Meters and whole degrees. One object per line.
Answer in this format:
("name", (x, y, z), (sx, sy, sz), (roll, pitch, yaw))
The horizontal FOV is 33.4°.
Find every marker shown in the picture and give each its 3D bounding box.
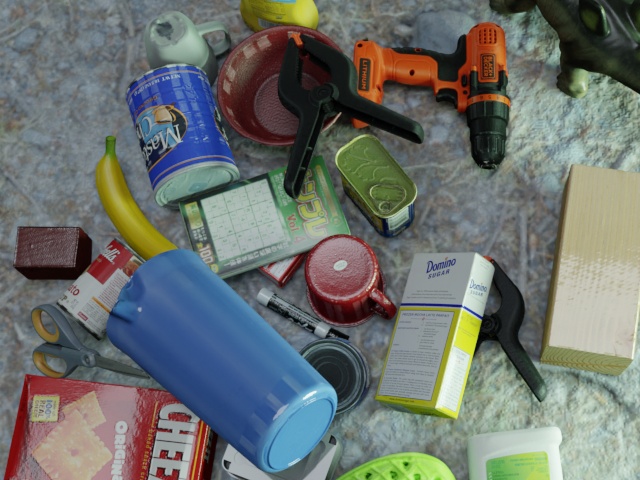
("marker", (-0.018, 0.090, 1.214), (0.121, 0.020, 0.020), (29, 76, 15))

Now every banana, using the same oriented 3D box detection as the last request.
("banana", (-0.217, -0.026, 1.253), (0.037, 0.070, 0.198), (-24, 71, -34))

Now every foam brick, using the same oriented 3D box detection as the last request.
("foam brick", (-0.313, 0.015, 1.254), (0.078, 0.053, 0.051), (1, 71, 6))

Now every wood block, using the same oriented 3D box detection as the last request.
("wood block", (0.300, 0.032, 1.162), (0.091, 0.090, 0.206), (9, 73, 9))

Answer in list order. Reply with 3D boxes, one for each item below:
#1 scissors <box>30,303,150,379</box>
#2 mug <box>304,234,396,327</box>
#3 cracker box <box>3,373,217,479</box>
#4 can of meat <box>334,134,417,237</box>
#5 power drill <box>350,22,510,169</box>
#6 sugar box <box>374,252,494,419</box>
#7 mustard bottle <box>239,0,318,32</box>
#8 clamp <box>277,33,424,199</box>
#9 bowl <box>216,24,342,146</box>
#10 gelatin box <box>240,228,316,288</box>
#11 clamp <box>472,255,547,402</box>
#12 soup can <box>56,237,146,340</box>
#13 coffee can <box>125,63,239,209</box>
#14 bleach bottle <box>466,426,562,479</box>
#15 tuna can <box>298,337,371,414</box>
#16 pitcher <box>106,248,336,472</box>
("scissors", (-0.260, 0.111, 1.164), (0.202, 0.016, 0.096), (-11, 98, 44))
("mug", (0.035, 0.049, 1.189), (0.117, 0.081, 0.093), (37, 79, 16))
("cracker box", (-0.228, 0.241, 1.157), (0.214, 0.072, 0.164), (6, 72, 7))
("can of meat", (0.065, -0.059, 1.221), (0.057, 0.084, 0.102), (-36, 71, -7))
("power drill", (0.131, -0.171, 1.269), (0.187, 0.057, 0.184), (1, 70, 4))
("sugar box", (0.125, 0.101, 1.160), (0.094, 0.048, 0.176), (-1, 63, 48))
("mustard bottle", (-0.058, -0.307, 1.262), (0.096, 0.191, 0.058), (19, 74, 12))
("clamp", (-0.001, -0.149, 1.208), (0.164, 0.036, 0.210), (-29, 59, -3))
("bowl", (-0.041, -0.177, 1.288), (0.162, 0.055, 0.162), (-2, 71, 7))
("gelatin box", (-0.058, 0.002, 1.243), (0.089, 0.030, 0.073), (33, 76, 16))
("clamp", (0.195, 0.103, 1.174), (0.120, 0.039, 0.171), (8, 73, 12))
("soup can", (-0.244, 0.056, 1.224), (0.068, 0.068, 0.102), (38, 79, 16))
("coffee can", (-0.163, -0.122, 1.258), (0.103, 0.103, 0.140), (-19, 70, -1))
("bleach bottle", (0.213, 0.322, 1.088), (0.102, 0.068, 0.251), (-7, 73, 4))
("tuna can", (0.011, 0.149, 1.172), (0.086, 0.033, 0.086), (-1, 85, 11))
("pitcher", (-0.094, 0.125, 1.109), (0.149, 0.145, 0.243), (-35, 55, -27))
